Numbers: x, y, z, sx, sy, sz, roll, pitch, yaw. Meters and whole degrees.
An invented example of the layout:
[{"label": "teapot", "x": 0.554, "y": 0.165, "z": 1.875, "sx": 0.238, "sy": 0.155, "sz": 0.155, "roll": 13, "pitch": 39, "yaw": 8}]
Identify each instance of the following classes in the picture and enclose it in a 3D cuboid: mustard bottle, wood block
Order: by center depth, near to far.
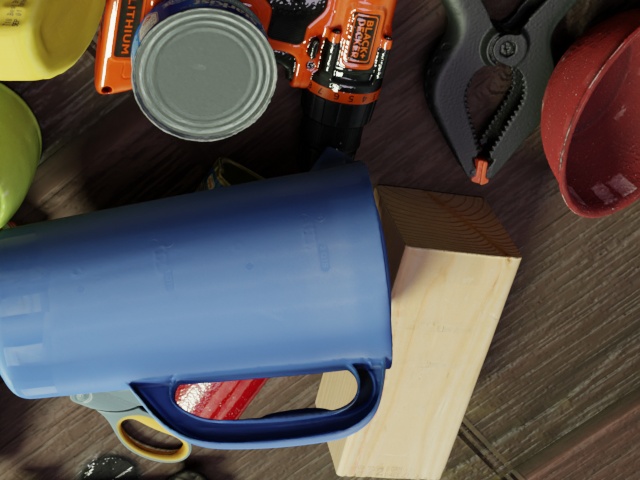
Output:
[{"label": "mustard bottle", "x": -0.227, "y": -0.131, "z": 0.613, "sx": 0.192, "sy": 0.096, "sz": 0.058, "roll": 3, "pitch": 135, "yaw": 17}, {"label": "wood block", "x": 0.068, "y": 0.073, "z": 0.808, "sx": 0.090, "sy": 0.091, "sz": 0.206, "roll": 6, "pitch": 120, "yaw": -16}]

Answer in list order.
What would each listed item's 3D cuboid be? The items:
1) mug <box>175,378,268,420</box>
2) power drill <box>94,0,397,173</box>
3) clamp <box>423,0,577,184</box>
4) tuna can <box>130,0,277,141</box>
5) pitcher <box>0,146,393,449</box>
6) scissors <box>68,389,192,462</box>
[{"label": "mug", "x": -0.070, "y": 0.088, "z": 0.799, "sx": 0.081, "sy": 0.093, "sz": 0.117, "roll": -53, "pitch": 147, "yaw": 15}, {"label": "power drill", "x": -0.048, "y": -0.123, "z": 0.687, "sx": 0.187, "sy": 0.057, "sz": 0.184, "roll": 4, "pitch": 120, "yaw": -16}, {"label": "clamp", "x": 0.131, "y": -0.140, "z": 0.721, "sx": 0.164, "sy": 0.036, "sz": 0.210, "roll": -5, "pitch": 118, "yaw": -7}, {"label": "tuna can", "x": -0.070, "y": -0.105, "z": 0.637, "sx": 0.086, "sy": 0.034, "sz": 0.086, "roll": -5, "pitch": 125, "yaw": -8}, {"label": "pitcher", "x": -0.076, "y": 0.040, "z": 0.664, "sx": 0.243, "sy": 0.149, "sz": 0.145, "roll": -8, "pitch": 115, "yaw": -1}, {"label": "scissors", "x": -0.166, "y": 0.108, "z": 0.829, "sx": 0.096, "sy": 0.016, "sz": 0.201, "roll": -42, "pitch": 120, "yaw": 13}]
